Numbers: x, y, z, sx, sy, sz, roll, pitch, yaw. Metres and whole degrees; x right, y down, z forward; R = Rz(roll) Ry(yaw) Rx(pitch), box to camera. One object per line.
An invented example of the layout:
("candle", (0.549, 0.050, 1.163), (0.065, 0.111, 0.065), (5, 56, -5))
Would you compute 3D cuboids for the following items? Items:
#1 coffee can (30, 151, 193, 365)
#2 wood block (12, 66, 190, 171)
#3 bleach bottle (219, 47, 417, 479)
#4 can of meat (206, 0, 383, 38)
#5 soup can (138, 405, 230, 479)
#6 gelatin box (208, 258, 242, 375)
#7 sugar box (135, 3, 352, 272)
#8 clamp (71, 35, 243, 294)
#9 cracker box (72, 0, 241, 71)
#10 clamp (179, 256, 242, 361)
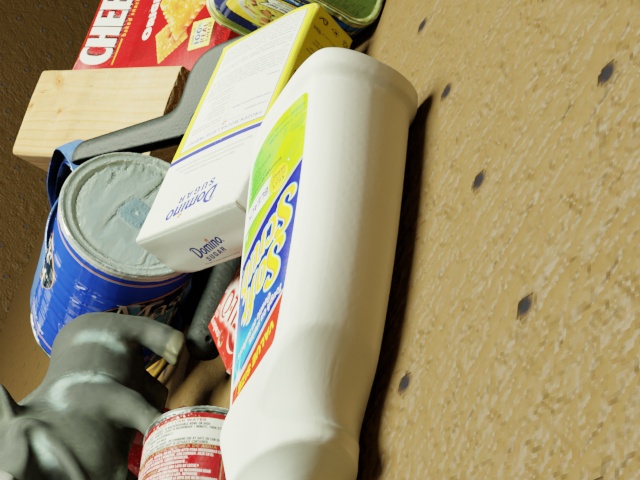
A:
("coffee can", (-0.144, 0.021, 0.755), (0.140, 0.102, 0.102), (121, 164, -49))
("wood block", (-0.179, -0.099, 0.983), (0.207, 0.090, 0.090), (6, 73, 42))
("bleach bottle", (-0.002, 0.028, 0.501), (0.103, 0.068, 0.250), (-49, 27, 43))
("can of meat", (-0.016, -0.170, 0.731), (0.084, 0.102, 0.057), (-23, 46, 63))
("soup can", (-0.058, 0.139, 0.506), (0.069, 0.068, 0.102), (-53, 22, 37))
("gelatin box", (-0.035, 0.037, 0.634), (0.073, 0.030, 0.089), (-64, 17, 7))
("sugar box", (-0.045, -0.065, 0.673), (0.094, 0.048, 0.176), (-18, 43, 41))
("clamp", (-0.090, -0.086, 0.813), (0.210, 0.165, 0.036), (-55, -17, 10))
("cracker box", (-0.125, -0.213, 1.010), (0.214, 0.072, 0.164), (6, 71, 41))
("clamp", (-0.055, 0.001, 0.725), (0.120, 0.039, 0.171), (-123, 55, -69))
